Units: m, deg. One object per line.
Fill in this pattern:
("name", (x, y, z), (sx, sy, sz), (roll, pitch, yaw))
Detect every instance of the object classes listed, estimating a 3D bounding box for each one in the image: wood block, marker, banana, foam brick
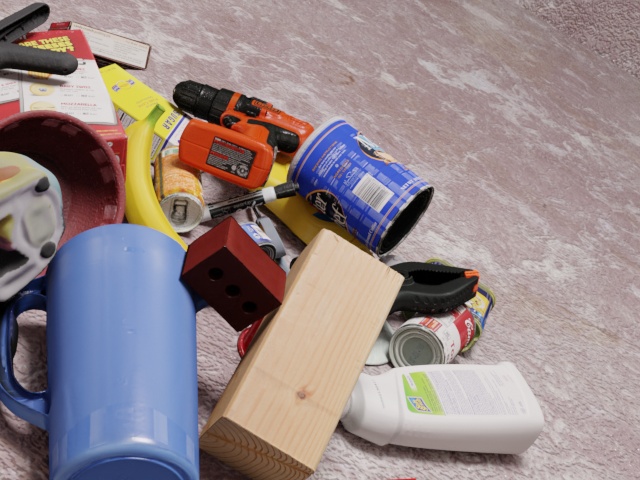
("wood block", (-0.016, 0.104, 0.941), (0.091, 0.090, 0.206), (32, 57, -5))
("marker", (-0.082, -0.045, 1.216), (0.121, 0.020, 0.020), (-16, 38, 0))
("banana", (-0.181, -0.047, 1.132), (0.037, 0.070, 0.198), (12, 59, -58))
("foam brick", (-0.074, 0.029, 0.918), (0.078, 0.053, 0.051), (47, 22, -25))

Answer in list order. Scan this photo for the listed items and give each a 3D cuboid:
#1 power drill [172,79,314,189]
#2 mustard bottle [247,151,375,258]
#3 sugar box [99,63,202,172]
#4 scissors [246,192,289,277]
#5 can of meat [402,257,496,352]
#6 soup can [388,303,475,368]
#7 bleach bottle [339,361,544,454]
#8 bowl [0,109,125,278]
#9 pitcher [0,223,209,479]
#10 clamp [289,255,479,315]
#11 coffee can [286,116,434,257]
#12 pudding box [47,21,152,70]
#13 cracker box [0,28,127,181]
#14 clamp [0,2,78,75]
("power drill", (-0.106, -0.131, 1.253), (0.184, 0.057, 0.187), (20, 23, 2))
("mustard bottle", (-0.003, -0.030, 1.305), (0.192, 0.058, 0.096), (44, 28, 22))
("sugar box", (-0.210, -0.145, 1.303), (0.176, 0.048, 0.093), (33, 27, 6))
("scissors", (-0.058, 0.002, 1.230), (0.202, 0.016, 0.096), (-133, -158, -76))
("can of meat", (0.154, 0.078, 1.283), (0.102, 0.058, 0.083), (33, 30, 3))
("soup can", (0.125, 0.108, 1.193), (0.068, 0.069, 0.102), (38, 29, 13))
("bleach bottle", (0.107, 0.166, 1.090), (0.250, 0.068, 0.103), (9, 35, -31))
("bowl", (-0.269, -0.041, 1.008), (0.161, 0.162, 0.055), (10, -2, -34))
("pitcher", (-0.169, 0.110, 0.857), (0.144, 0.149, 0.243), (42, 21, -35))
("clamp", (0.077, 0.050, 1.189), (0.209, 0.036, 0.165), (-7, 27, -27))
("coffee can", (0.046, -0.062, 1.234), (0.140, 0.103, 0.102), (38, 29, 16))
("pudding box", (-0.285, -0.249, 1.370), (0.113, 0.039, 0.090), (10, 5, -31))
("cracker box", (-0.309, -0.137, 1.127), (0.164, 0.072, 0.214), (-8, 43, -22))
("clamp", (-0.346, -0.206, 1.113), (0.171, 0.039, 0.120), (-6, 40, -18))
